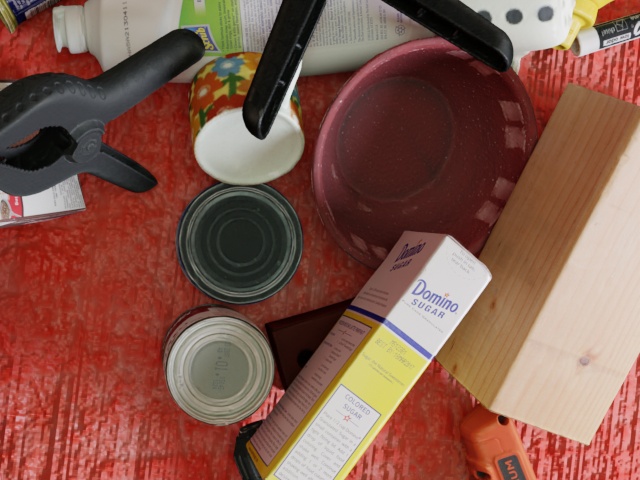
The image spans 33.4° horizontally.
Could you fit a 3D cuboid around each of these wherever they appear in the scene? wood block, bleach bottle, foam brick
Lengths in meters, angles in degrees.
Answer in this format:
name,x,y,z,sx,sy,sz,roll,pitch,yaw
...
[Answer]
name,x,y,z,sx,sy,sz,roll,pitch,yaw
wood block,0.169,0.014,0.697,0.090,0.090,0.206,22,100,-24
bleach bottle,-0.050,-0.157,0.709,0.250,0.068,0.102,-6,91,-7
foam brick,0.008,0.072,0.722,0.078,0.051,0.053,-17,93,-9

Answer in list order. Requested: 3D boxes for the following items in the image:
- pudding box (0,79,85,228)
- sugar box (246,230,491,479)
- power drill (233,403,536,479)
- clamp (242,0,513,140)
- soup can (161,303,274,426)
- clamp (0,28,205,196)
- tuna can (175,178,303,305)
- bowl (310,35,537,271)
name,x,y,z,sx,sy,sz,roll,pitch,yaw
pudding box,-0.201,-0.054,0.662,0.039,0.113,0.090,-12,91,26
sugar box,0.027,0.076,0.651,0.048,0.093,0.176,40,85,-10
power drill,0.051,0.179,0.727,0.187,0.057,0.184,-24,97,-5
clamp,0.003,-0.164,0.656,0.164,0.036,0.210,-22,71,-5
soup can,-0.067,0.078,0.684,0.068,0.102,0.068,0,90,-9
clamp,-0.146,-0.060,0.643,0.171,0.120,0.039,-24,50,-39
tuna can,-0.055,0.001,0.721,0.086,0.034,0.086,0,90,-9
bowl,0.061,-0.060,0.713,0.162,0.055,0.162,-7,113,-18
